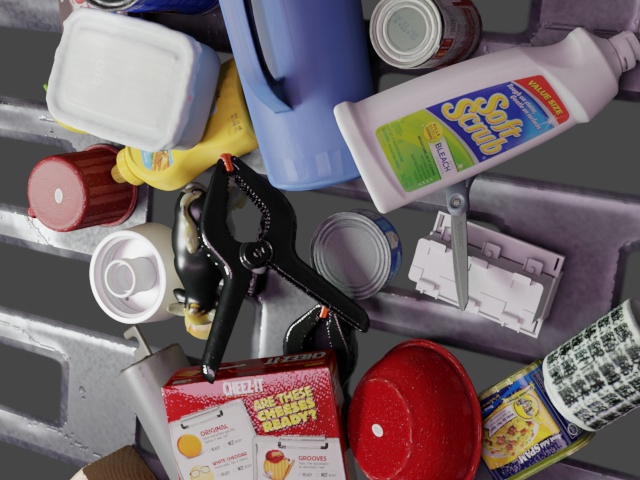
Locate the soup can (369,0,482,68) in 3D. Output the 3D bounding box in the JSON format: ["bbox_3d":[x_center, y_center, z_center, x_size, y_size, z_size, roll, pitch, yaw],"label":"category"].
[{"bbox_3d":[0.093,-0.183,0.924,0.069,0.102,0.068,5,102,26],"label":"soup can"}]

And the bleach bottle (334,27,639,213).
[{"bbox_3d":[0.145,-0.117,0.894,0.251,0.068,0.102,-24,114,6],"label":"bleach bottle"}]

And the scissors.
[{"bbox_3d":[0.137,-0.045,0.935,0.096,0.016,0.202,-24,64,17],"label":"scissors"}]

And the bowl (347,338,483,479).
[{"bbox_3d":[0.074,0.172,0.989,0.162,0.055,0.162,-4,85,53],"label":"bowl"}]

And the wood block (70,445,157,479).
[{"bbox_3d":[-0.275,0.335,1.216,0.206,0.090,0.090,-45,77,27],"label":"wood block"}]

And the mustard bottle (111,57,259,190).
[{"bbox_3d":[-0.139,-0.103,1.076,0.192,0.058,0.096,-25,59,29],"label":"mustard bottle"}]

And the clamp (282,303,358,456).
[{"bbox_3d":[-0.015,0.134,1.074,0.120,0.039,0.171,9,103,16],"label":"clamp"}]

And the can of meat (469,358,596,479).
[{"bbox_3d":[0.182,0.166,0.968,0.102,0.057,0.084,-37,80,27],"label":"can of meat"}]

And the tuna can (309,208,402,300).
[{"bbox_3d":[0.035,0.013,1.029,0.086,0.033,0.086,5,101,26],"label":"tuna can"}]

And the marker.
[{"bbox_3d":[-0.057,0.001,1.083,0.020,0.020,0.121,22,109,22],"label":"marker"}]

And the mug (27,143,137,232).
[{"bbox_3d":[-0.266,-0.050,1.146,0.117,0.081,0.093,-20,90,29],"label":"mug"}]

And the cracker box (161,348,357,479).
[{"bbox_3d":[-0.050,0.223,1.037,0.164,0.072,0.214,-8,100,8],"label":"cracker box"}]

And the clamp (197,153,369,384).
[{"bbox_3d":[-0.067,0.023,1.001,0.164,0.036,0.210,-24,85,-13],"label":"clamp"}]

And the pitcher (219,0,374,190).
[{"bbox_3d":[-0.022,-0.170,0.954,0.145,0.149,0.243,-158,54,-67],"label":"pitcher"}]
